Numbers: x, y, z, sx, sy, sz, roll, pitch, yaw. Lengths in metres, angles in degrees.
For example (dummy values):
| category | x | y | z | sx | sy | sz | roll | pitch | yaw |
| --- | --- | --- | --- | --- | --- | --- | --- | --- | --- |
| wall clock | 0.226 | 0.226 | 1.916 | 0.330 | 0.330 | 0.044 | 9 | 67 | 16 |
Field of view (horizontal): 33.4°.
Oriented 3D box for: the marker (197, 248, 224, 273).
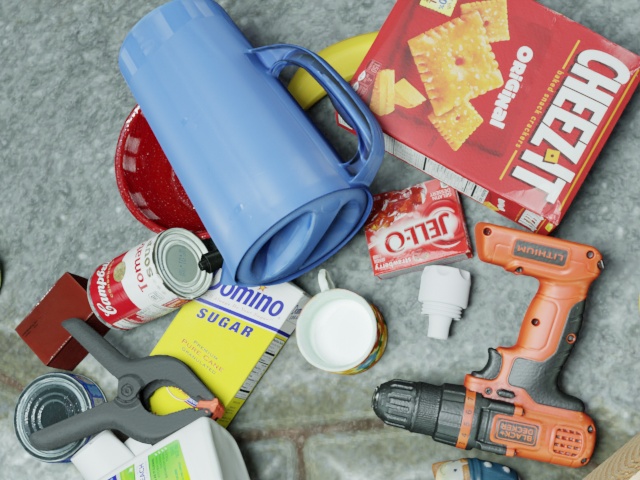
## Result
| category | x | y | z | sx | sy | sz | roll | pitch | yaw |
| --- | --- | --- | --- | --- | --- | --- | --- | --- | --- |
| marker | -0.056 | 0.001 | 0.961 | 0.120 | 0.020 | 0.020 | -23 | 70 | -26 |

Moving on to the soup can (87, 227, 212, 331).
| category | x | y | z | sx | sy | sz | roll | pitch | yaw |
| --- | --- | --- | --- | --- | --- | --- | --- | --- | --- |
| soup can | -0.154 | 0.036 | 0.967 | 0.102 | 0.068 | 0.068 | -25 | 71 | 39 |

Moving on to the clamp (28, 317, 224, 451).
| category | x | y | z | sx | sy | sz | roll | pitch | yaw |
| --- | --- | --- | --- | --- | --- | --- | --- | --- | --- |
| clamp | -0.173 | 0.144 | 0.936 | 0.172 | 0.039 | 0.120 | 15 | 78 | 18 |

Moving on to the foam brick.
| category | x | y | z | sx | sy | sz | roll | pitch | yaw |
| --- | --- | --- | --- | --- | --- | --- | --- | --- | --- |
| foam brick | -0.239 | 0.077 | 1.016 | 0.053 | 0.051 | 0.078 | 44 | 93 | 20 |

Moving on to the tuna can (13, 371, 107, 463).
| category | x | y | z | sx | sy | sz | roll | pitch | yaw |
| --- | --- | --- | --- | --- | --- | --- | --- | --- | --- |
| tuna can | -0.246 | 0.168 | 1.009 | 0.086 | 0.033 | 0.086 | -3 | 78 | 15 |

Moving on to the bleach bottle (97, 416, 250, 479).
| category | x | y | z | sx | sy | sz | roll | pitch | yaw |
| --- | --- | --- | --- | --- | --- | --- | --- | --- | --- |
| bleach bottle | -0.177 | 0.251 | 0.898 | 0.251 | 0.068 | 0.102 | -32 | 47 | 9 |

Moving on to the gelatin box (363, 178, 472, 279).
| category | x | y | z | sx | sy | sz | roll | pitch | yaw |
| --- | --- | --- | --- | --- | --- | --- | --- | --- | --- |
| gelatin box | 0.085 | -0.011 | 0.951 | 0.089 | 0.030 | 0.073 | -14 | 76 | 13 |

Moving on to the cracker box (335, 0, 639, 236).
| category | x | y | z | sx | sy | sz | roll | pitch | yaw |
| --- | --- | --- | --- | --- | --- | --- | --- | --- | --- |
| cracker box | 0.143 | -0.126 | 0.911 | 0.214 | 0.072 | 0.164 | 30 | 84 | 8 |

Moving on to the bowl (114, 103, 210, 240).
| category | x | y | z | sx | sy | sz | roll | pitch | yaw |
| --- | --- | --- | --- | --- | --- | --- | --- | --- | --- |
| bowl | -0.110 | -0.074 | 1.007 | 0.162 | 0.055 | 0.162 | -3 | 78 | 15 |

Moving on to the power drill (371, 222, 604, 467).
| category | x | y | z | sx | sy | sz | roll | pitch | yaw |
| --- | --- | --- | --- | --- | --- | --- | --- | --- | --- |
| power drill | 0.146 | 0.083 | 0.878 | 0.184 | 0.057 | 0.188 | 11 | 94 | 3 |

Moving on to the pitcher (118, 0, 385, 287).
| category | x | y | z | sx | sy | sz | roll | pitch | yaw |
| --- | --- | --- | --- | --- | --- | --- | --- | --- | --- |
| pitcher | -0.064 | -0.095 | 0.903 | 0.149 | 0.145 | 0.243 | -25 | 68 | -22 |

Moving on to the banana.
| category | x | y | z | sx | sy | sz | roll | pitch | yaw |
| --- | --- | --- | --- | --- | --- | --- | --- | --- | --- |
| banana | 0.046 | -0.159 | 0.992 | 0.198 | 0.037 | 0.069 | -20 | 93 | 13 |

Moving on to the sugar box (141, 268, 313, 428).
| category | x | y | z | sx | sy | sz | roll | pitch | yaw |
| --- | --- | --- | --- | --- | --- | --- | --- | --- | --- |
| sugar box | -0.094 | 0.098 | 0.973 | 0.093 | 0.048 | 0.176 | 33 | 90 | 20 |
